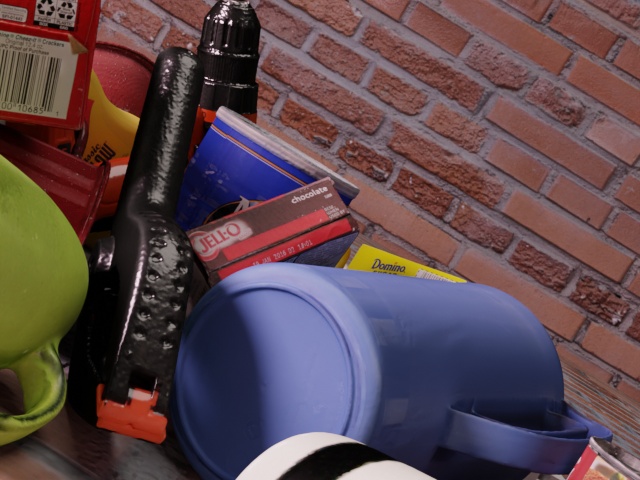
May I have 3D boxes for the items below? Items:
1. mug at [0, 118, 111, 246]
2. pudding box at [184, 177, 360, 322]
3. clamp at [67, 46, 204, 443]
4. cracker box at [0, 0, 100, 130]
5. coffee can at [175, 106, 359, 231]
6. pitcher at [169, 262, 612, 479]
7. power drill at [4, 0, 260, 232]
[{"bbox_3d":[-0.154,-0.024,0.517,0.081,0.117,0.093,25,-21,-18],"label":"mug"},{"bbox_3d":[-0.039,0.020,0.562,0.039,0.089,0.114,58,-31,18],"label":"pudding box"},{"bbox_3d":[-0.085,0.007,0.485,0.036,0.165,0.210,19,19,-21],"label":"clamp"},{"bbox_3d":[-0.207,-0.125,0.508,0.164,0.072,0.214,6,21,-25],"label":"cracker box"},{"bbox_3d":[-0.054,0.001,0.677,0.103,0.140,0.103,31,5,-3],"label":"coffee can"},{"bbox_3d":[0.040,0.079,0.552,0.242,0.149,0.145,15,49,-61],"label":"pitcher"},{"bbox_3d":[-0.117,-0.069,0.700,0.057,0.184,0.187,23,22,40],"label":"power drill"}]
